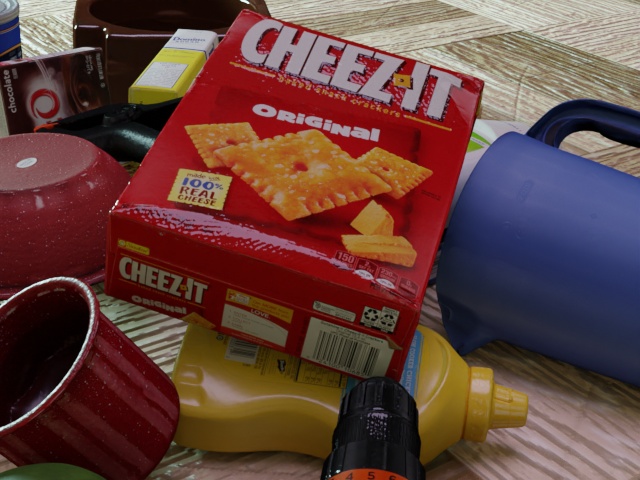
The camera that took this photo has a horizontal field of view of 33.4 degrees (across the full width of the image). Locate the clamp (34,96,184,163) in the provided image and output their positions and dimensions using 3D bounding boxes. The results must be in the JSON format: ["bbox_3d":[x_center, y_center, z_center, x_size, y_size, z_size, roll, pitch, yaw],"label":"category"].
[{"bbox_3d":[-0.128,-0.082,0.770,0.172,0.039,0.120,5,27,35],"label":"clamp"}]

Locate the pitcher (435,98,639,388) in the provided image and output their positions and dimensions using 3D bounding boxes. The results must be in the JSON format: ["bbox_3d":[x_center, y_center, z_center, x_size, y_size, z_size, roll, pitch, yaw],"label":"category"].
[{"bbox_3d":[0.206,0.019,0.648,0.243,0.149,0.144,21,32,25],"label":"pitcher"}]

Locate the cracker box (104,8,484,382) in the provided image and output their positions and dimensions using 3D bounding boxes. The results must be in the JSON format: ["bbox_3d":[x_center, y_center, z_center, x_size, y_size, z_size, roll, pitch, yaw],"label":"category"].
[{"bbox_3d":[-0.006,-0.036,0.609,0.164,0.072,0.213,18,44,4],"label":"cracker box"}]

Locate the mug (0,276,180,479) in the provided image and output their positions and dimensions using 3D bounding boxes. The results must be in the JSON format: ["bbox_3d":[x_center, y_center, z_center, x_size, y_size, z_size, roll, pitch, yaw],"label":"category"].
[{"bbox_3d":[-0.126,0.071,0.541,0.093,0.081,0.117,-28,39,12],"label":"mug"}]

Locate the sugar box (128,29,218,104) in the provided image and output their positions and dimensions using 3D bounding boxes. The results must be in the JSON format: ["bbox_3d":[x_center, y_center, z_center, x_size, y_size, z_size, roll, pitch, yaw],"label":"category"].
[{"bbox_3d":[-0.124,-0.117,0.932,0.048,0.093,0.176,7,28,6],"label":"sugar box"}]

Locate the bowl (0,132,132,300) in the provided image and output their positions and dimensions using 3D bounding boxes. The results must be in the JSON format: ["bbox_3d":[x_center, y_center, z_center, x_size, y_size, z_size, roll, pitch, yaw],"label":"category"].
[{"bbox_3d":[-0.182,-0.025,0.668,0.162,0.055,0.162,-1,28,0],"label":"bowl"}]

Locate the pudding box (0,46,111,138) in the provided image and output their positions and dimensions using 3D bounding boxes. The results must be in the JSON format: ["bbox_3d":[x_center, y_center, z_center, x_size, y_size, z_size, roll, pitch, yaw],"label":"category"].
[{"bbox_3d":[-0.212,-0.092,0.853,0.089,0.113,0.039,-19,18,-35],"label":"pudding box"}]

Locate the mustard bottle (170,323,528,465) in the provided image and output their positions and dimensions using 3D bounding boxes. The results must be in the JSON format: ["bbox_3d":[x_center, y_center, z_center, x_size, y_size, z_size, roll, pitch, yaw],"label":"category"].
[{"bbox_3d":[0.018,0.082,0.593,0.191,0.058,0.096,6,37,7],"label":"mustard bottle"}]
